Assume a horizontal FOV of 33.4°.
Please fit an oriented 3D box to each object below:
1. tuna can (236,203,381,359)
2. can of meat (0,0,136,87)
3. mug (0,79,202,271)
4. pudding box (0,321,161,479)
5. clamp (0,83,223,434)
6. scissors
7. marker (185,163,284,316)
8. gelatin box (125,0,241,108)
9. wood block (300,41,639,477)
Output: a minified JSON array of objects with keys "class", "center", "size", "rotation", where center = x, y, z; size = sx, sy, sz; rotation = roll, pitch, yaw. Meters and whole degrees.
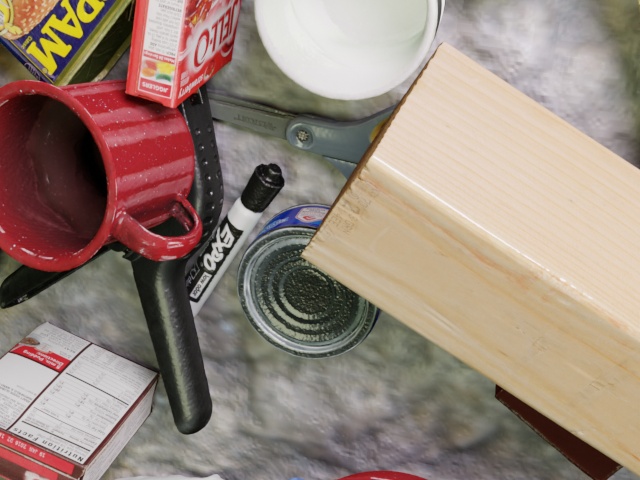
[{"class":"tuna can","center":[-0.004,0.024,0.610],"size":[0.086,0.033,0.086],"rotation":[7,115,15]},{"class":"can of meat","center":[-0.135,-0.138,0.567],"size":[0.084,0.057,0.102],"rotation":[45,118,-2]},{"class":"mug","center":[-0.108,-0.032,0.541],"size":[0.117,0.081,0.093],"rotation":[36,116,15]},{"class":"pudding box","center":[-0.160,0.103,0.650],"size":[0.090,0.113,0.039],"rotation":[24,119,6]},{"class":"clamp","center":[-0.117,-0.007,0.622],"size":[0.165,0.036,0.210],"rotation":[23,115,22]},{"class":"scissors","center":[0.001,-0.042,0.590],"size":[0.202,0.016,0.096],"rotation":[4,119,22]},{"class":"marker","center":[-0.054,0.001,0.617],"size":[0.020,0.020,0.121],"rotation":[36,124,-1]},{"class":"gelatin box","center":[-0.064,-0.115,0.535],"size":[0.030,0.089,0.073],"rotation":[17,117,8]},{"class":"wood block","center":[0.109,0.014,0.503],"size":[0.206,0.090,0.090],"rotation":[33,142,-2]}]
